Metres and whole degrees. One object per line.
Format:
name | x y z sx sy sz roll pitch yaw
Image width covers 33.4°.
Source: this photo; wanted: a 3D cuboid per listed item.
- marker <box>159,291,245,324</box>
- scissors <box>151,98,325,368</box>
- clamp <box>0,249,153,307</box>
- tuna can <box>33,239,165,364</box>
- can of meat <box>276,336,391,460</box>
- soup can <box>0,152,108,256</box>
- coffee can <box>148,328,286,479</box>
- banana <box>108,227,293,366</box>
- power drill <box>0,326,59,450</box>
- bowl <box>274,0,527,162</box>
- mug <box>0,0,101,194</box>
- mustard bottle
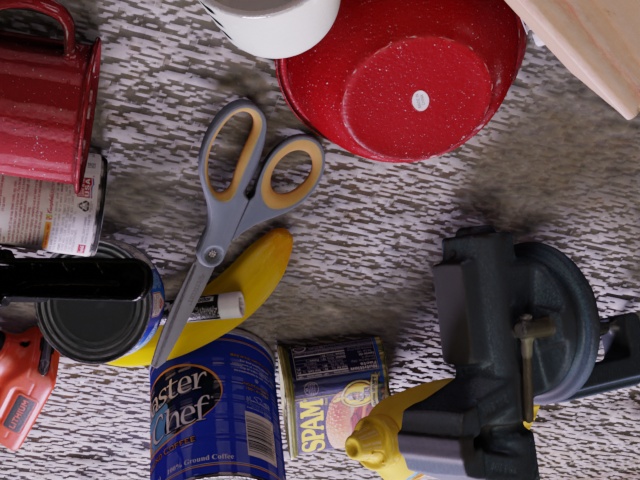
marker | -0.114 0.051 0.763 0.121 0.020 0.020 -6 134 11
scissors | -0.055 0.001 0.727 0.096 0.016 0.202 2 117 -23
clamp | -0.215 0.022 0.656 0.164 0.036 0.210 7 173 -30
tuna can | -0.152 0.042 0.741 0.086 0.033 0.086 0 91 11
can of meat | 0.011 0.126 0.864 0.084 0.057 0.102 -8 134 -6
soup can | -0.191 -0.028 0.679 0.102 0.068 0.069 7 131 -16
coffee can | -0.079 0.151 0.814 0.102 0.140 0.103 -4 134 -5
banana | -0.100 0.051 0.789 0.198 0.037 0.069 -21 133 11
power drill | -0.301 0.099 0.789 0.187 0.057 0.185 18 130 -24
bowl | 0.054 -0.102 0.657 0.162 0.055 0.162 -5 134 -5
mug | -0.172 -0.088 0.613 0.081 0.093 0.117 8 130 -10
mustard bottle | 0.090 0.148 0.841 0.191 0.058 0.096 -2 135 -46
